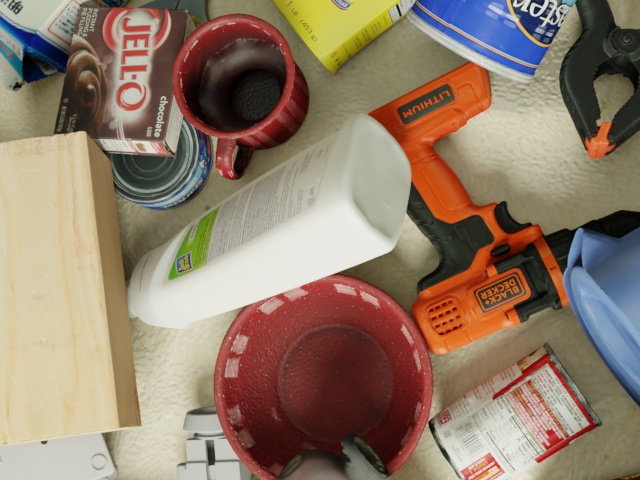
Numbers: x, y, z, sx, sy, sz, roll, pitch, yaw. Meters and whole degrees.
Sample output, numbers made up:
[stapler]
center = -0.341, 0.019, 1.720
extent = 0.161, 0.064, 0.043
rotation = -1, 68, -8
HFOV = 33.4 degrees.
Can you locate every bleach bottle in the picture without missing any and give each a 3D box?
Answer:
[bleach bottle]
center = -0.055, 0.001, 0.778
extent = 0.251, 0.068, 0.102
rotation = -23, 37, 35

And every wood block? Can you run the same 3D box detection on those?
[wood block]
center = -0.191, 0.037, 0.764
extent = 0.090, 0.091, 0.206
rotation = -8, 81, -1

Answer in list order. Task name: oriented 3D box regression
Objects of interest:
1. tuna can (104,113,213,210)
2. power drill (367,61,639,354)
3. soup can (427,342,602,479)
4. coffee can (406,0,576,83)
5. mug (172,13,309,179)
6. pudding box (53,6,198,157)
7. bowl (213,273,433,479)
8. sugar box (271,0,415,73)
[tuna can]
center = -0.131, -0.068, 0.848
extent = 0.086, 0.033, 0.086
rotation = -1, 84, 12
[power drill]
center = 0.125, -0.032, 0.775
extent = 0.184, 0.057, 0.188
rotation = -25, 78, 5
[soup can]
center = 0.135, 0.127, 0.749
extent = 0.102, 0.068, 0.068
rotation = -35, 78, 7
[coffee can]
center = 0.137, -0.196, 0.746
extent = 0.103, 0.102, 0.140
rotation = 33, 111, 14
[mug]
center = -0.057, -0.103, 0.811
extent = 0.093, 0.081, 0.117
rotation = 7, 85, 13
[pudding box]
center = -0.148, -0.123, 0.820
extent = 0.090, 0.039, 0.113
rotation = 4, 76, 13
[bowl]
center = 0.006, 0.106, 0.787
extent = 0.162, 0.055, 0.162
rotation = -1, 84, 13
[sugar box]
center = 0.047, -0.220, 0.819
extent = 0.176, 0.048, 0.093
rotation = -39, 77, 7
